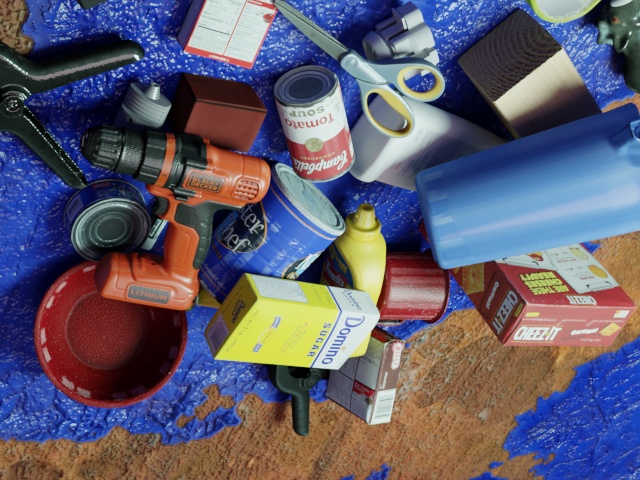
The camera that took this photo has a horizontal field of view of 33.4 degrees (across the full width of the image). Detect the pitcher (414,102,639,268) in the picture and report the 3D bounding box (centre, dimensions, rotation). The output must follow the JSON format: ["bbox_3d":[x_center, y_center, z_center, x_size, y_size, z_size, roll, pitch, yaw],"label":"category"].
[{"bbox_3d":[0.229,-0.045,1.124,0.243,0.145,0.149,-15,110,7],"label":"pitcher"}]

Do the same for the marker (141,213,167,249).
[{"bbox_3d":[-0.158,-0.041,1.119,0.020,0.020,0.121,17,119,-37],"label":"marker"}]

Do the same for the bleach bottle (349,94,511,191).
[{"bbox_3d":[0.148,-0.087,1.205,0.250,0.068,0.103,16,119,-39],"label":"bleach bottle"}]

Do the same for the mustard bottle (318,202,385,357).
[{"bbox_3d":[0.036,0.038,1.232,0.058,0.096,0.192,-5,130,-21],"label":"mustard bottle"}]

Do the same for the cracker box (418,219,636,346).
[{"bbox_3d":[0.236,0.031,1.245,0.163,0.214,0.072,3,127,-29],"label":"cracker box"}]

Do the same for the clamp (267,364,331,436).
[{"bbox_3d":[-0.023,0.181,1.363,0.120,0.039,0.171,-53,131,-5],"label":"clamp"}]

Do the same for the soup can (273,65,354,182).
[{"bbox_3d":[-0.006,-0.120,1.093,0.068,0.068,0.102,-22,134,-8],"label":"soup can"}]

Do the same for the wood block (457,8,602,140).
[{"bbox_3d":[0.250,-0.146,1.185,0.091,0.090,0.205,-39,135,9],"label":"wood block"}]

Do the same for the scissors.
[{"bbox_3d":[0.048,-0.180,1.032,0.096,0.016,0.201,-30,126,13],"label":"scissors"}]

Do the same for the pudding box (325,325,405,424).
[{"bbox_3d":[0.054,0.160,1.329,0.039,0.090,0.113,-1,108,-40],"label":"pudding box"}]

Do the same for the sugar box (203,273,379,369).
[{"bbox_3d":[-0.028,0.090,1.138,0.175,0.048,0.093,12,127,-38],"label":"sugar box"}]

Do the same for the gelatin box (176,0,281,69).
[{"bbox_3d":[-0.084,-0.212,0.999,0.073,0.030,0.089,9,123,-31],"label":"gelatin box"}]

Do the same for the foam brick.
[{"bbox_3d":[-0.102,-0.125,1.050,0.078,0.053,0.051,6,125,-30],"label":"foam brick"}]

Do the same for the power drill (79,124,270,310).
[{"bbox_3d":[-0.161,-0.022,1.041,0.184,0.057,0.188,13,127,-21],"label":"power drill"}]

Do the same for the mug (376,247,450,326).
[{"bbox_3d":[0.095,0.062,1.293,0.081,0.093,0.117,2,137,-23],"label":"mug"}]

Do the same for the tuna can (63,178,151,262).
[{"bbox_3d":[-0.218,-0.019,1.096,0.086,0.034,0.086,-14,133,-16],"label":"tuna can"}]

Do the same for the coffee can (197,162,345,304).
[{"bbox_3d":[-0.058,0.001,1.148,0.140,0.103,0.102,-46,133,15],"label":"coffee can"}]

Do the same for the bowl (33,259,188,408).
[{"bbox_3d":[-0.227,0.097,1.147,0.162,0.055,0.162,1,88,-17],"label":"bowl"}]

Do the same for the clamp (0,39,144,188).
[{"bbox_3d":[-0.279,-0.123,0.971,0.209,0.036,0.165,5,125,-28],"label":"clamp"}]
